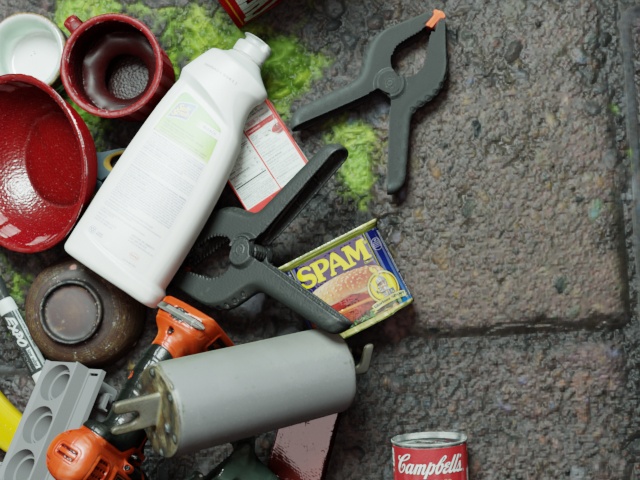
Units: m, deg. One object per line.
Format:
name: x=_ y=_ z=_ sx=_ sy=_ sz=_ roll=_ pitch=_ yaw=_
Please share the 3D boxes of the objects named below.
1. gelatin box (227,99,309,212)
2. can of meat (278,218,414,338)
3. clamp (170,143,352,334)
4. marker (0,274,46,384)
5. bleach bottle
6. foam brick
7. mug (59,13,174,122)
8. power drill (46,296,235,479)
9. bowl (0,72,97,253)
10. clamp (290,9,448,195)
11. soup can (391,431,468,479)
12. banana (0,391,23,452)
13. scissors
gelatin box: x=-0.056 y=-0.076 z=0.991 sx=0.073 sy=0.030 sz=0.089 roll=-33 pitch=85 yaw=5
can of meat: x=0.024 y=0.040 z=0.967 sx=0.102 sy=0.057 sz=0.084 roll=-27 pitch=89 yaw=5
clamp: x=-0.056 y=0.001 z=0.945 sx=0.210 sy=0.036 sz=0.164 roll=-4 pitch=74 yaw=35
marker: x=-0.287 y=0.085 z=1.015 sx=0.020 sy=0.020 sz=0.121 roll=-29 pitch=86 yaw=4
bleach bottle: x=-0.118 y=-0.070 z=0.950 sx=0.102 sy=0.068 sz=0.251 roll=34 pitch=86 yaw=2
foam brick: x=-0.013 y=0.179 z=0.968 sx=0.051 sy=0.053 sz=0.078 roll=14 pitch=90 yaw=6
mug: x=-0.190 y=-0.162 z=0.981 sx=0.117 sy=0.081 sz=0.093 roll=43 pitch=93 yaw=5
power drill: x=-0.147 y=0.156 z=0.944 sx=0.057 sy=0.184 sz=0.187 roll=25 pitch=72 yaw=21
bowl: x=-0.256 y=-0.071 z=0.971 sx=0.162 sy=0.055 sz=0.162 roll=5 pitch=100 yaw=30
clamp: x=0.053 y=-0.140 z=0.978 sx=0.120 sy=0.039 sz=0.171 roll=26 pitch=85 yaw=1
soup can: x=0.099 y=0.226 z=0.949 sx=0.068 sy=0.068 sz=0.102 roll=-3 pitch=89 yaw=6
banana: x=-0.310 y=0.140 z=1.007 sx=0.069 sy=0.037 sz=0.198 roll=-29 pitch=86 yaw=7
scissors: x=-0.240 y=-0.064 z=1.016 sx=0.202 sy=0.016 sz=0.096 roll=15 pitch=90 yaw=6
